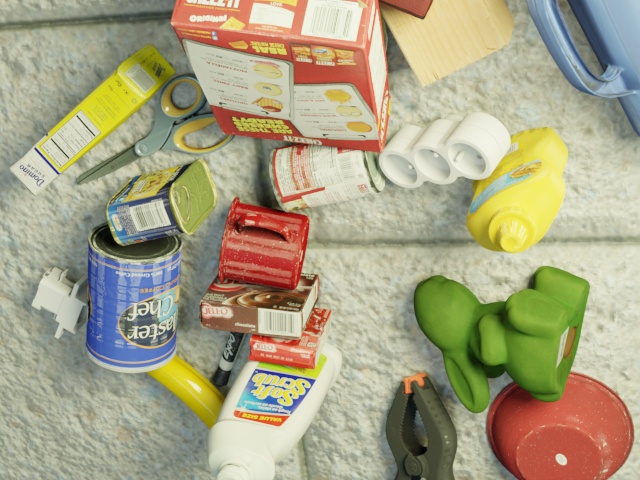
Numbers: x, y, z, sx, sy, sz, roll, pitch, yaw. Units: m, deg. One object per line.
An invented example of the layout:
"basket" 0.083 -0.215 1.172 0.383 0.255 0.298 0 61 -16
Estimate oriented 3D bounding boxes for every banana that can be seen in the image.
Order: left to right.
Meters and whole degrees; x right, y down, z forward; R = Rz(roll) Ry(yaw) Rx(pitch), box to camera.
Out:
"banana" -0.156 0.179 1.253 0.197 0.037 0.070 47 133 -8

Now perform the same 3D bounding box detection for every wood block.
"wood block" 0.087 -0.257 0.962 0.091 0.090 0.206 -24 108 24

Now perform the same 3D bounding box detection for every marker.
"marker" -0.100 0.121 1.227 0.020 0.020 0.121 24 118 2

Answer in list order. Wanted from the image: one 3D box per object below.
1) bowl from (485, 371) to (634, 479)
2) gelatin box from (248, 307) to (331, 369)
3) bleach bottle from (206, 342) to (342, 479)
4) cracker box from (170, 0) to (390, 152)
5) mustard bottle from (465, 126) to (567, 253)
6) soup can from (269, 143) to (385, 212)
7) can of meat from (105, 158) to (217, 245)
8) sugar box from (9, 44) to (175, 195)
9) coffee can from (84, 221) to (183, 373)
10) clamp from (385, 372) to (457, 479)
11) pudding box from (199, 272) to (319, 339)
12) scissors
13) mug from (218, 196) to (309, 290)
"bowl" 0.261 0.224 1.168 0.162 0.055 0.162 5 116 11
"gelatin box" -0.032 0.101 1.161 0.073 0.089 0.030 9 117 10
"bleach bottle" -0.051 0.184 1.114 0.102 0.250 0.068 23 118 2
"cracker box" -0.026 -0.159 0.955 0.164 0.213 0.072 8 73 10
"mustard bottle" 0.180 -0.039 0.985 0.096 0.191 0.058 -32 104 25
"soup can" 0.007 -0.071 1.082 0.102 0.068 0.068 -11 112 18
"can of meat" -0.167 -0.039 1.122 0.084 0.102 0.057 -11 112 20
"sugar box" -0.235 -0.124 1.103 0.176 0.093 0.048 -38 101 27
"coffee can" -0.206 0.060 1.177 0.103 0.102 0.140 12 117 8
"clamp" 0.124 0.255 1.192 0.165 0.036 0.210 9 105 44
"pudding box" -0.065 0.065 1.152 0.113 0.090 0.039 8 117 9
"scissors" -0.186 -0.119 1.136 0.202 0.016 0.096 -9 111 17
"mug" -0.057 0.001 1.113 0.081 0.093 0.117 10 155 3
